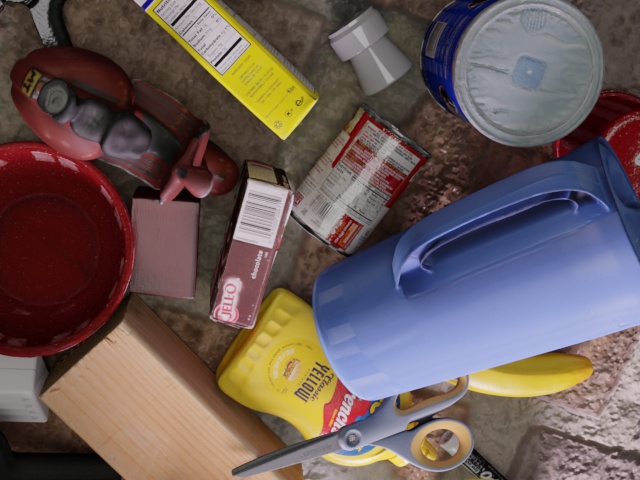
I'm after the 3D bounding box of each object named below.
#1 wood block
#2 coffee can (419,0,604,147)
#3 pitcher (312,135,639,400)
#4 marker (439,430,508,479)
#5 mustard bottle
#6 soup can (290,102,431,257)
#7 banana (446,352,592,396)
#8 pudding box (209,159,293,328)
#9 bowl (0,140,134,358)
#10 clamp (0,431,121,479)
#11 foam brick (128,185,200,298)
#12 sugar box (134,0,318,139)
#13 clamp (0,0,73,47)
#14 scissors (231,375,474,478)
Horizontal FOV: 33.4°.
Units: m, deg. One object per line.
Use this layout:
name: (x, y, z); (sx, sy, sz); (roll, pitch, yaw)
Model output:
wood block: (-0.114, 0.152, 0.853); (0.091, 0.090, 0.206); (-41, 103, 5)
coffee can: (0.134, -0.128, 0.777); (0.102, 0.140, 0.103); (-1, 104, -4)
pitcher: (0.114, 0.026, 0.764); (0.243, 0.145, 0.149); (-23, 103, 22)
marker: (0.150, 0.207, 0.922); (0.121, 0.020, 0.020); (44, 97, -12)
mustard bottle: (0.016, 0.128, 0.873); (0.191, 0.058, 0.096); (35, 89, -12)
soup can: (0.029, -0.046, 0.827); (0.068, 0.068, 0.102); (36, 99, -12)
banana: (0.129, 0.091, 0.883); (0.197, 0.037, 0.070); (26, 102, -10)
pudding box: (-0.055, 0.001, 0.820); (0.039, 0.090, 0.113); (17, 101, -10)
bowl: (-0.219, 0.007, 0.816); (0.162, 0.055, 0.162); (0, 89, 0)
clamp: (-0.260, 0.181, 0.829); (0.164, 0.036, 0.210); (-29, 141, -2)
foam brick: (-0.121, 0.001, 0.835); (0.051, 0.053, 0.078); (3, 102, -5)
sugar box: (-0.080, -0.152, 0.780); (0.176, 0.093, 0.048); (40, 97, -11)
clamp: (-0.232, -0.182, 0.788); (0.120, 0.039, 0.171); (0, 104, -15)
scissors: (0.038, 0.167, 0.837); (0.201, 0.016, 0.096); (-30, 99, -13)
